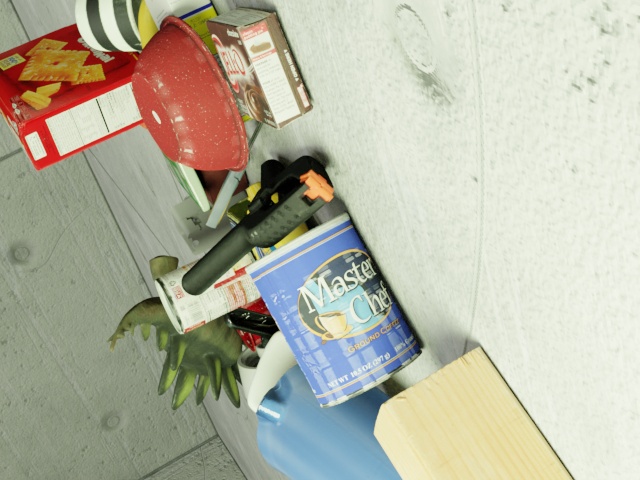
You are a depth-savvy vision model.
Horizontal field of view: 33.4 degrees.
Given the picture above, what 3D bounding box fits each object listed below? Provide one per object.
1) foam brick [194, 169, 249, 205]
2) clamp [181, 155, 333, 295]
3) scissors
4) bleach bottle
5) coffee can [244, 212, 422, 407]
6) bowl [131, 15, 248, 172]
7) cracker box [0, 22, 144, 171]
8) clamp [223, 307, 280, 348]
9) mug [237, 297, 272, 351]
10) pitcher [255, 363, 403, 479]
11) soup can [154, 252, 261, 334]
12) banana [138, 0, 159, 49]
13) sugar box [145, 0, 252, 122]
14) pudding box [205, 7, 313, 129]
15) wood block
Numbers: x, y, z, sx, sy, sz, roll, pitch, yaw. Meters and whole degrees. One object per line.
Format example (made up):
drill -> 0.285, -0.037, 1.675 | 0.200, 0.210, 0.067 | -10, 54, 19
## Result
foam brick -> -0.121, -0.090, 1.240 | 0.053, 0.051, 0.078 | 52, 164, 33
clamp -> -0.051, -0.020, 0.962 | 0.036, 0.164, 0.210 | 39, 163, -16
scissors -> -0.081, -0.090, 1.137 | 0.016, 0.096, 0.202 | 25, 136, -6
bleach bottle -> -0.016, 0.183, 1.252 | 0.068, 0.102, 0.250 | 16, 164, 16
coffee can -> 0.011, 0.060, 0.937 | 0.140, 0.102, 0.103 | 61, 167, 1
bowl -> -0.132, -0.126, 1.006 | 0.162, 0.055, 0.162 | 49, 157, 29
cracker box -> -0.260, -0.186, 1.212 | 0.164, 0.213, 0.072 | 48, 160, 44
clamp -> -0.027, 0.102, 1.232 | 0.171, 0.120, 0.039 | 44, -136, -63
mug -> -0.072, 0.078, 1.328 | 0.093, 0.081, 0.117 | 62, 167, -2
pitcher -> 0.059, 0.217, 1.031 | 0.243, 0.149, 0.145 | 27, 136, 54
soup can -> -0.119, 0.051, 1.154 | 0.068, 0.102, 0.068 | 57, 164, 27
banana -> -0.143, -0.177, 1.111 | 0.037, 0.069, 0.198 | -10, 106, 53
sugar box -> -0.120, -0.192, 1.043 | 0.176, 0.048, 0.093 | 66, 164, -9
pudding box -> -0.053, -0.147, 0.897 | 0.090, 0.039, 0.114 | 67, 166, -20
wood block -> 0.133, 0.196, 0.785 | 0.206, 0.090, 0.090 | 57, 166, 20
